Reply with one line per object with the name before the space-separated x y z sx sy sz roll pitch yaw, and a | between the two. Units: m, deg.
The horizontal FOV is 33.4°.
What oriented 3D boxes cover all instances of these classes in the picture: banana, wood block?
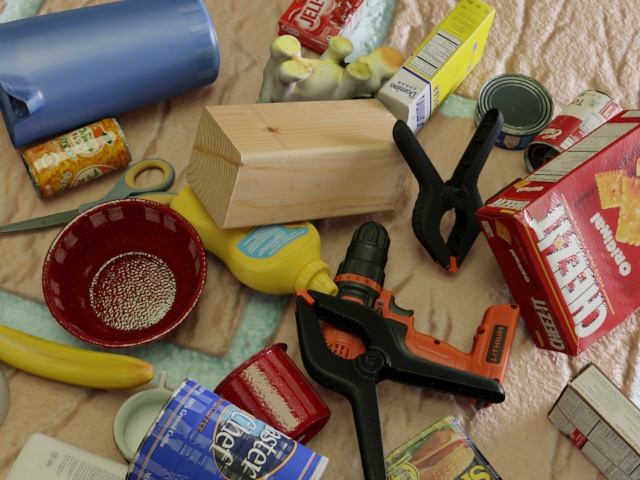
banana | -0.245 0.114 1.012 0.198 0.069 0.037 13 73 10
wood block | -0.018 -0.080 1.074 0.205 0.090 0.091 -7 42 -32

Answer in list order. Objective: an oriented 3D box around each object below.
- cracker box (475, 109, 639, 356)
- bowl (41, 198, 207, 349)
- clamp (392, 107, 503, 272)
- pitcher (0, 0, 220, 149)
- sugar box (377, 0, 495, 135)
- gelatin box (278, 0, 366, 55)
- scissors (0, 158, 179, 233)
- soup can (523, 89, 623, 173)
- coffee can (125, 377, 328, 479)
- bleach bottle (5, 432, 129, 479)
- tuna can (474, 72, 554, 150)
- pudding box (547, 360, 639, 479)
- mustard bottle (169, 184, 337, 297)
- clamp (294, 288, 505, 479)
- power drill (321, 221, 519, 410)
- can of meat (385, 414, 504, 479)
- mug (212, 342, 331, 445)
cracker box | 0.281 -0.011 1.067 0.213 0.072 0.164 -33 107 -21
bowl | -0.191 0.040 1.062 0.162 0.055 0.162 0 64 1
clamp | 0.121 -0.052 1.080 0.120 0.039 0.171 1 104 -17
pitcher | -0.242 -0.199 1.166 0.242 0.145 0.149 -18 75 -17
sugar box | 0.126 -0.185 1.189 0.048 0.093 0.176 31 65 14
gelatin box | 0.002 -0.266 1.263 0.073 0.030 0.089 28 63 12
scissors | -0.238 -0.046 1.135 0.201 0.016 0.096 1 59 -3
soup can | 0.280 -0.110 1.169 0.068 0.068 0.102 39 65 17
coffee can | -0.078 0.195 0.904 0.140 0.103 0.102 30 63 5
bleach bottle | -0.158 0.261 0.942 0.251 0.068 0.102 22 66 6
tuna can | 0.218 -0.145 1.205 0.086 0.034 0.086 1 61 -3
pudding box | 0.271 0.178 0.995 0.039 0.090 0.113 -37 68 -20
mustard bottle | -0.057 0.002 1.075 0.192 0.058 0.096 36 50 27
clamp | 0.043 0.127 0.978 0.210 0.036 0.164 38 58 18
power drill | 0.098 0.079 1.062 0.188 0.057 0.184 14 65 8
can of meat | 0.108 0.222 0.981 0.102 0.057 0.084 -29 64 -19
mug | -0.053 0.161 0.988 0.117 0.093 0.081 -34 73 -19
